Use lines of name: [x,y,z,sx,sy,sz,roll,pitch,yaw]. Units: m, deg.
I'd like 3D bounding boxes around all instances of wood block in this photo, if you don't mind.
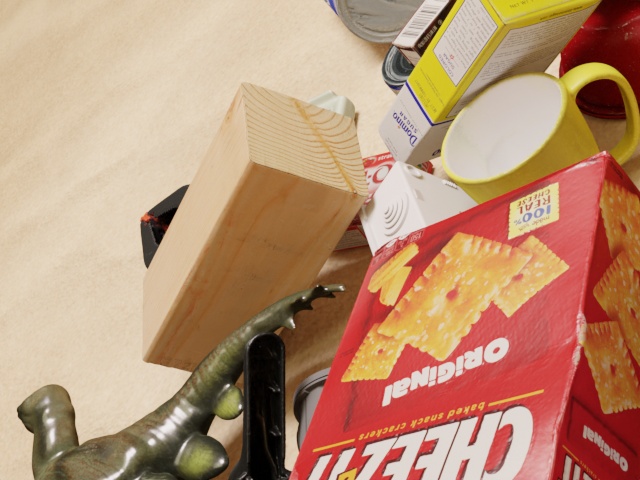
wood block: [-0.055,0.001,0.780,0.206,0.090,0.091,-58,26,36]

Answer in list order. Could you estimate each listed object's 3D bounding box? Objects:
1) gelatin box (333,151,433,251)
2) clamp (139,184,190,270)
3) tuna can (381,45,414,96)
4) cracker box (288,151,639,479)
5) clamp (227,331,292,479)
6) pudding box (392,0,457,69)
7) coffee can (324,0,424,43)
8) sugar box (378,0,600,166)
gelatin box: [0.038,-0.032,0.840,0.089,0.030,0.073,-10,48,40]
clamp: [-0.111,-0.012,0.968,0.164,0.036,0.210,-61,29,1]
tuna can: [0.094,-0.153,0.903,0.086,0.033,0.086,-29,37,25]
cracker box: [0.076,0.070,0.528,0.164,0.072,0.213,-24,30,40]
clamp: [-0.028,0.154,0.631,0.120,0.039,0.171,-117,31,-58]
pudding box: [0.122,-0.165,0.835,0.113,0.090,0.039,-50,31,-3]
coffee can: [0.043,-0.258,1.009,0.103,0.102,0.140,-41,33,8]
sugar box: [0.111,-0.120,0.727,0.093,0.048,0.176,-21,-16,-28]
